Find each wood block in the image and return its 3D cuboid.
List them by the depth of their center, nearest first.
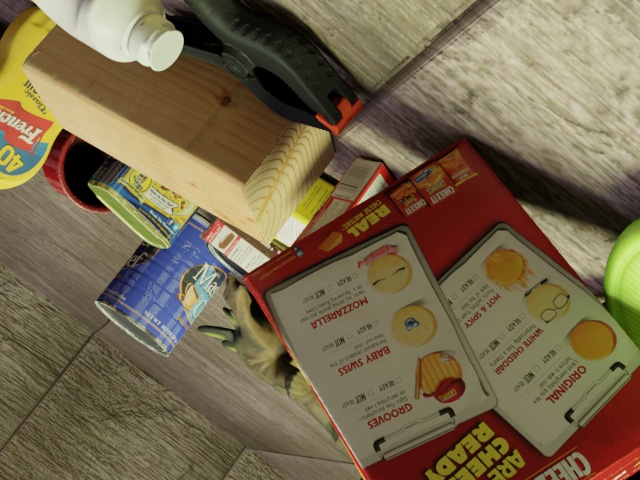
[{"bbox_3d":[-0.104,-0.095,0.786,0.206,0.090,0.090,29,162,22],"label":"wood block"}]

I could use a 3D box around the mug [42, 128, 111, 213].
[{"bbox_3d":[-0.238,-0.090,1.087,0.082,0.093,0.117,18,125,58],"label":"mug"}]

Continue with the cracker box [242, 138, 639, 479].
[{"bbox_3d":[0.078,0.069,0.623,0.214,0.164,0.072,56,176,29],"label":"cracker box"}]

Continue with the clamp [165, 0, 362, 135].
[{"bbox_3d":[-0.050,-0.131,0.680,0.172,0.039,0.120,31,166,17],"label":"clamp"}]

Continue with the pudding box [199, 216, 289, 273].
[{"bbox_3d":[-0.056,0.001,0.973,0.090,0.039,0.113,36,-172,-2],"label":"pudding box"}]

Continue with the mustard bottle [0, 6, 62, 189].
[{"bbox_3d":[-0.271,-0.103,0.916,0.058,0.191,0.096,15,153,50],"label":"mustard bottle"}]

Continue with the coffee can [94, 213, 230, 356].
[{"bbox_3d":[-0.170,0.044,1.202,0.103,0.140,0.103,33,163,11],"label":"coffee can"}]

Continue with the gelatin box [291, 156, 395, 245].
[{"bbox_3d":[0.027,-0.004,0.776,0.030,0.089,0.073,19,157,44],"label":"gelatin box"}]

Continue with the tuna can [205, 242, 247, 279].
[{"bbox_3d":[-0.079,0.013,1.125,0.086,0.033,0.086,33,163,11],"label":"tuna can"}]

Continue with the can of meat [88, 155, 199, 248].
[{"bbox_3d":[-0.158,-0.054,1.015,0.102,0.084,0.058,46,160,-31],"label":"can of meat"}]

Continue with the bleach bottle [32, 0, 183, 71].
[{"bbox_3d":[-0.188,-0.187,0.678,0.251,0.068,0.102,37,-177,21],"label":"bleach bottle"}]
